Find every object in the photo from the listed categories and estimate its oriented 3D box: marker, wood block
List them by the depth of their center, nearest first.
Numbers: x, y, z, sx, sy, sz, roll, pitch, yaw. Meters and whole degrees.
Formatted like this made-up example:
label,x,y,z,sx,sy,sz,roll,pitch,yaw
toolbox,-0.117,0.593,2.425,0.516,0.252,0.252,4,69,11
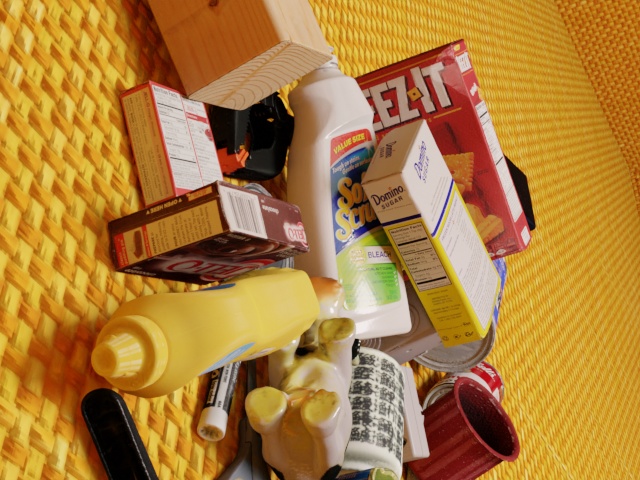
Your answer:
label,x,y,z,sx,sy,sz,roll,pitch,yaw
marker,-0.066,0.089,0.756,0.020,0.020,0.121,57,27,-33
wood block,-0.083,-0.214,0.806,0.090,0.091,0.206,-1,67,-66

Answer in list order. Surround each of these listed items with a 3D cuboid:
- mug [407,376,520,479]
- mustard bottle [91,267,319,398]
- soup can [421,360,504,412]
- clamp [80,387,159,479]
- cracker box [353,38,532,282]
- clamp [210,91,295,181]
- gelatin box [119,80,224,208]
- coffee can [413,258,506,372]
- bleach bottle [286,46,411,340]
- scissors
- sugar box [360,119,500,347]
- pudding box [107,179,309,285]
label,x,y,z,sx,sy,sz,roll,pitch,yaw
mug,0.138,0.194,1.038,0.117,0.082,0.093,15,42,-51
mustard bottle,-0.078,0.057,0.650,0.191,0.096,0.058,-12,82,-67
soup can,0.152,0.171,1.137,0.102,0.069,0.068,-22,94,-67
clamp,-0.096,0.178,0.595,0.171,0.039,0.120,60,27,-28
cracker box,0.095,-0.069,1.054,0.214,0.164,0.072,69,21,-8
clamp,-0.045,-0.105,0.922,0.164,0.036,0.209,62,27,-30
gelatin box,-0.104,-0.064,0.764,0.073,0.030,0.089,7,65,-65
coffee can,0.144,0.063,1.150,0.103,0.103,0.140,65,23,-18
bleach bottle,0.010,-0.039,0.900,0.102,0.068,0.251,-4,83,-38
scissors,-0.057,0.139,0.745,0.096,0.016,0.202,25,51,-61
sugar box,0.097,-0.005,0.914,0.176,0.048,0.093,59,31,-22
pudding box,-0.072,-0.002,0.715,0.113,0.090,0.039,19,55,-62
